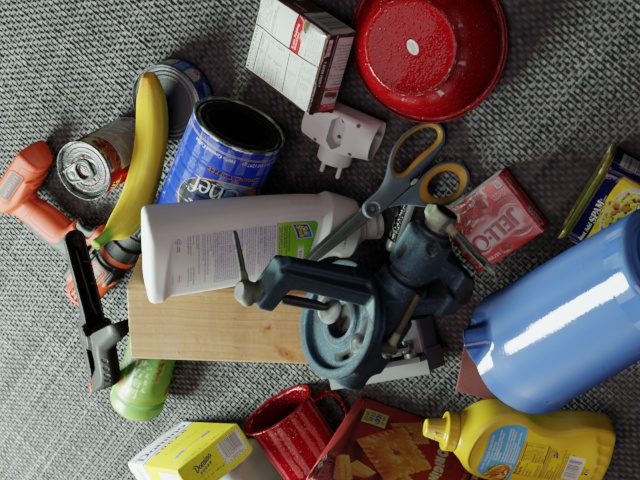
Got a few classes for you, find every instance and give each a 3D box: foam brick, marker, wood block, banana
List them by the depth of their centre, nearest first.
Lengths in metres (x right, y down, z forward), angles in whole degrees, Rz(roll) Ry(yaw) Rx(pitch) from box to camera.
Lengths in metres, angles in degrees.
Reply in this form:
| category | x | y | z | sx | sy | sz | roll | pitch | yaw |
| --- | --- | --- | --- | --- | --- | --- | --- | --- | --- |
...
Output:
| category | x | y | z | sx | sy | sz | roll | pitch | yaw |
| --- | --- | --- | --- | --- | --- | --- | --- | --- | --- |
| foam brick | 0.180 | 0.122 | 1.131 | 0.053 | 0.051 | 0.078 | 15 | 118 | 17 |
| marker | 0.085 | -0.017 | 1.131 | 0.020 | 0.020 | 0.121 | 25 | 120 | 13 |
| banana | -0.194 | -0.083 | 1.156 | 0.037 | 0.069 | 0.198 | 18 | 97 | 13 |
| wood block | -0.101 | 0.073 | 1.176 | 0.206 | 0.091 | 0.090 | 2 | 115 | 1 |

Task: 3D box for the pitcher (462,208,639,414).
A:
| category | x | y | z | sx | sy | sz | roll | pitch | yaw |
| --- | --- | --- | --- | --- | --- | --- | --- | --- | --- |
| pitcher | 0.259 | 0.064 | 0.979 | 0.145 | 0.149 | 0.243 | 47 | 147 | 2 |

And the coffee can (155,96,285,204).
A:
| category | x | y | z | sx | sy | sz | roll | pitch | yaw |
| --- | --- | --- | --- | --- | --- | --- | --- | --- | --- |
| coffee can | -0.111 | -0.069 | 1.150 | 0.103 | 0.102 | 0.140 | 33 | 122 | 8 |

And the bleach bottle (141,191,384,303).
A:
| category | x | y | z | sx | sy | sz | roll | pitch | yaw |
| --- | --- | --- | --- | --- | --- | --- | --- | --- | --- |
| bleach bottle | -0.057 | 0.001 | 1.113 | 0.250 | 0.068 | 0.103 | -5 | 126 | -15 |

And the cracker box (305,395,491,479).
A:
| category | x | y | z | sx | sy | sz | roll | pitch | yaw |
| --- | --- | --- | --- | --- | --- | --- | --- | --- | --- |
| cracker box | 0.107 | 0.269 | 1.165 | 0.214 | 0.164 | 0.072 | 17 | 121 | 18 |

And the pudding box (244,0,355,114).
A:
| category | x | y | z | sx | sy | sz | roll | pitch | yaw |
| --- | --- | --- | --- | --- | --- | --- | --- | --- | --- |
| pudding box | -0.023 | -0.190 | 1.069 | 0.114 | 0.039 | 0.090 | 42 | 129 | 37 |

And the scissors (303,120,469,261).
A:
| category | x | y | z | sx | sy | sz | roll | pitch | yaw |
| --- | --- | --- | --- | --- | --- | --- | --- | --- | --- |
| scissors | 0.073 | -0.028 | 1.087 | 0.096 | 0.016 | 0.202 | 34 | 97 | -8 |

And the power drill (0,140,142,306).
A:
| category | x | y | z | sx | sy | sz | roll | pitch | yaw |
| --- | --- | --- | --- | --- | --- | --- | --- | --- | --- |
| power drill | -0.296 | -0.029 | 1.281 | 0.187 | 0.057 | 0.185 | 45 | 123 | 0 |

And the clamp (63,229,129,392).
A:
| category | x | y | z | sx | sy | sz | roll | pitch | yaw |
| --- | --- | --- | --- | --- | --- | --- | --- | --- | --- |
| clamp | -0.266 | 0.099 | 1.259 | 0.165 | 0.036 | 0.210 | 59 | 153 | 31 |

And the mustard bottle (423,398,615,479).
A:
| category | x | y | z | sx | sy | sz | roll | pitch | yaw |
| --- | --- | --- | --- | --- | --- | --- | --- | --- | --- |
| mustard bottle | 0.202 | 0.211 | 1.118 | 0.191 | 0.058 | 0.096 | 10 | 125 | -5 |

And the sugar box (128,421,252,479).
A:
| category | x | y | z | sx | sy | sz | roll | pitch | yaw |
| --- | --- | --- | --- | --- | --- | --- | --- | --- | --- |
| sugar box | -0.160 | 0.260 | 1.286 | 0.177 | 0.093 | 0.048 | -11 | 111 | 59 |

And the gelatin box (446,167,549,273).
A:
| category | x | y | z | sx | sy | sz | roll | pitch | yaw |
| --- | --- | --- | --- | --- | --- | --- | --- | --- | --- |
| gelatin box | 0.174 | -0.020 | 1.082 | 0.089 | 0.030 | 0.073 | -36 | 95 | 33 |

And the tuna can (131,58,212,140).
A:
| category | x | y | z | sx | sy | sz | roll | pitch | yaw |
| --- | --- | --- | --- | --- | --- | --- | --- | --- | --- |
| tuna can | -0.162 | -0.156 | 1.175 | 0.086 | 0.033 | 0.086 | 10 | 116 | 21 |

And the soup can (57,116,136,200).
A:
| category | x | y | z | sx | sy | sz | roll | pitch | yaw |
| --- | --- | --- | --- | --- | --- | --- | --- | --- | --- |
| soup can | -0.238 | -0.094 | 1.197 | 0.069 | 0.102 | 0.068 | 10 | 116 | 21 |

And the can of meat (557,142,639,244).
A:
| category | x | y | z | sx | sy | sz | roll | pitch | yaw |
| --- | --- | --- | --- | --- | --- | --- | --- | --- | --- |
| can of meat | 0.287 | -0.028 | 1.010 | 0.084 | 0.057 | 0.102 | 29 | 122 | 8 |

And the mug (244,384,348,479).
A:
| category | x | y | z | sx | sy | sz | roll | pitch | yaw |
| --- | --- | --- | --- | --- | --- | --- | --- | --- | --- |
| mug | -0.020 | 0.223 | 1.257 | 0.117 | 0.093 | 0.081 | -34 | 103 | -4 |

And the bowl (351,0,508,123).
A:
| category | x | y | z | sx | sy | sz | roll | pitch | yaw |
| --- | --- | --- | --- | --- | --- | --- | --- | --- | --- |
| bowl | 0.094 | -0.187 | 1.018 | 0.162 | 0.055 | 0.162 | 7 | 109 | 23 |
